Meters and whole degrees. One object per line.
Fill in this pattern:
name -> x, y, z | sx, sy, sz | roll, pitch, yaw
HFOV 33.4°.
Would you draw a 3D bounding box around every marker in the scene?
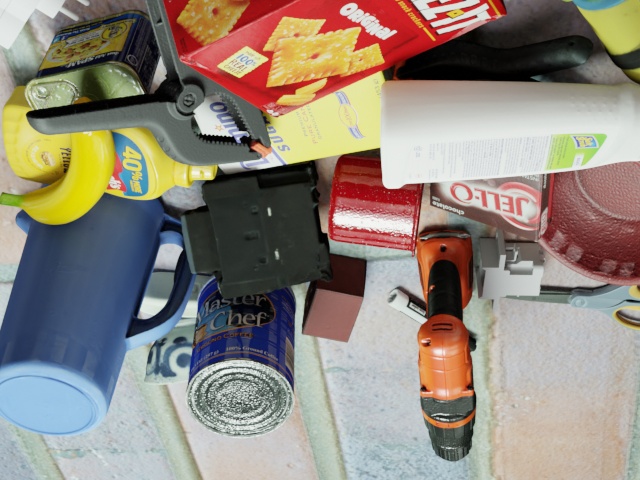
marker -> 0.122, 0.089, 1.148 | 0.121, 0.020, 0.020 | 33, 129, -24

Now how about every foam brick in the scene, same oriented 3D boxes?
foam brick -> 0.014, 0.060, 1.109 | 0.051, 0.053, 0.078 | 12, 134, -5

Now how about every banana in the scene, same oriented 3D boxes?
banana -> -0.217, -0.057, 0.927 | 0.069, 0.037, 0.198 | 19, 146, -28

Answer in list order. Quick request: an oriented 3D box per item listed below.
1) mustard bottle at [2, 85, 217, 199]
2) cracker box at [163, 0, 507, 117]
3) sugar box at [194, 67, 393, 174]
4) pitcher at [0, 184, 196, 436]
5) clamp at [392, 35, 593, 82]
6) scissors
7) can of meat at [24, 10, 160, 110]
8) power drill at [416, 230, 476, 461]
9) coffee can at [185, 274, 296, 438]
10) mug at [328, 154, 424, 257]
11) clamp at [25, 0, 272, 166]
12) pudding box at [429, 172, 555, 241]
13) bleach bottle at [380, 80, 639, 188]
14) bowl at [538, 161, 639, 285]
mustard bottle -> -0.188, -0.082, 0.974 | 0.191, 0.058, 0.096 | 11, 136, 6
cracker box -> 0.016, -0.178, 0.798 | 0.214, 0.072, 0.164 | -22, 163, 18
sugar box -> -0.020, -0.116, 0.945 | 0.176, 0.048, 0.093 | -11, 132, 15
pitcher -> -0.218, 0.057, 0.999 | 0.149, 0.242, 0.144 | -28, 127, 31
clamp -> 0.150, -0.134, 0.898 | 0.172, 0.039, 0.120 | 7, 155, 26
scissors -> 0.280, 0.049, 1.093 | 0.201, 0.016, 0.096 | 16, 132, -8
can of meat -> -0.190, -0.145, 0.909 | 0.102, 0.084, 0.057 | -10, 133, 15
power drill -> 0.124, 0.097, 1.039 | 0.057, 0.187, 0.184 | -2, 133, 6
coffee can -> -0.075, 0.107, 1.044 | 0.103, 0.140, 0.103 | 0, 127, 0
mug -> 0.053, -0.033, 0.999 | 0.081, 0.093, 0.117 | 7, 171, 6
clamp -> -0.113, -0.129, 0.861 | 0.209, 0.036, 0.164 | 22, 99, -41
pudding box -> 0.153, -0.057, 0.958 | 0.114, 0.039, 0.090 | 22, 140, 28
bleach bottle -> 0.175, -0.087, 0.860 | 0.251, 0.068, 0.102 | 0, 158, 5
bowl -> 0.259, -0.038, 0.957 | 0.162, 0.055, 0.162 | 27, 143, 22
